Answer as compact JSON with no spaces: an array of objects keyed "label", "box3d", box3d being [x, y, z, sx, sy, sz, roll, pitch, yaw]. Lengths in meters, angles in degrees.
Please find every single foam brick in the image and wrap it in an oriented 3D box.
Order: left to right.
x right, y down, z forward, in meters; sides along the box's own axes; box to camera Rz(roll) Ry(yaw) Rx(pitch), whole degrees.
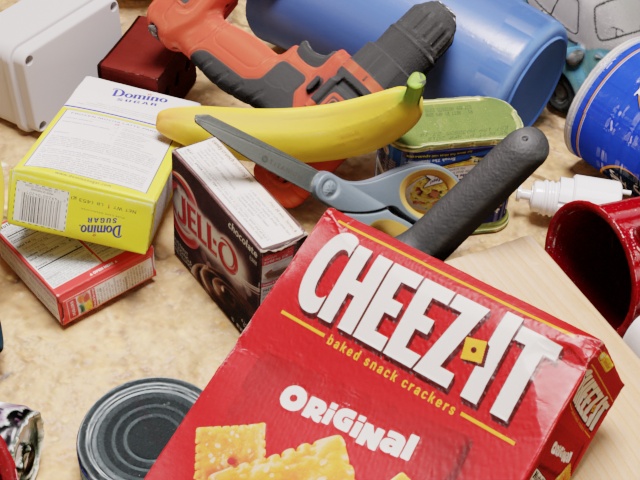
[{"label":"foam brick","box3d":[-0.136,-0.133,0.848,0.051,0.053,0.078,14,45,11]}]

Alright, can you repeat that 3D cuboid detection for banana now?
[{"label":"banana","box3d":[-0.012,-0.079,0.706,0.198,0.069,0.037,-6,53,26]}]

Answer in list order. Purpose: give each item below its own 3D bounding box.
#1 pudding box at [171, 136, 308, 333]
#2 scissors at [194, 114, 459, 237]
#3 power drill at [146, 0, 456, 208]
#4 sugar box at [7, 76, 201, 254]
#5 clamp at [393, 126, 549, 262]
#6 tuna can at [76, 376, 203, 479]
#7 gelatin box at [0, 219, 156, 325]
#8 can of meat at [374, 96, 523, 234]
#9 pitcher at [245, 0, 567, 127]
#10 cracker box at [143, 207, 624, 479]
[{"label":"pudding box","box3d":[-0.054,0.001,0.683,0.039,0.090,0.114,-25,50,-27]},{"label":"scissors","box3d":[0.020,-0.044,0.678,0.096,0.201,0.016,-51,25,-11]},{"label":"power drill","box3d":[-0.020,-0.145,0.775,0.184,0.057,0.188,-45,75,2]},{"label":"sugar box","box3d":[-0.143,-0.057,0.737,0.093,0.048,0.176,14,25,-2]},{"label":"clamp","box3d":[0.053,0.028,0.657,0.210,0.164,0.036,-31,58,-1]},{"label":"tuna can","box3d":[-0.093,0.118,0.597,0.086,0.034,0.086,2,43,-2]},{"label":"gelatin box","box3d":[-0.164,0.008,0.713,0.073,0.030,0.089,-30,49,-30]},{"label":"can of meat","box3d":[0.087,-0.052,0.751,0.102,0.084,0.057,-6,44,-10]},{"label":"pitcher","box3d":[0.074,-0.174,0.860,0.243,0.145,0.149,33,70,23]},{"label":"cracker box","box3d":[0.017,0.111,0.510,0.164,0.072,0.213,27,78,31]}]
